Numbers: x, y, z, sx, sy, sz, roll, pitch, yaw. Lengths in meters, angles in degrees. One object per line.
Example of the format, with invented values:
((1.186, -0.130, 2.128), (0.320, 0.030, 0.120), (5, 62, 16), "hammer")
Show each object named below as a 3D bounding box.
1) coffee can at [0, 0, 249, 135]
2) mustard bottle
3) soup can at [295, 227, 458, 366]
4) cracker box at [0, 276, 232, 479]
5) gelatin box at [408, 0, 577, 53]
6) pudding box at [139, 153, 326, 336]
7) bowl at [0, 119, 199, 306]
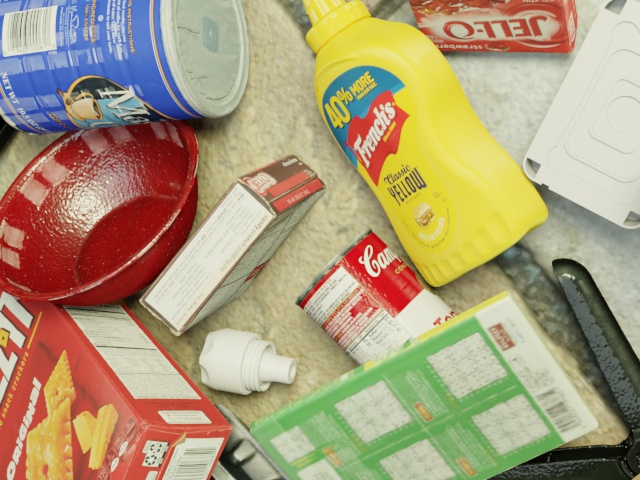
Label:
((-0.130, -0.123, 0.680), (0.140, 0.102, 0.103), (-3, 101, 23), "coffee can")
((0.049, -0.070, 0.637), (0.191, 0.058, 0.096), (57, 147, 3), "mustard bottle")
((0.043, 0.051, 0.669), (0.102, 0.068, 0.069), (45, 114, 7), "soup can")
((-0.166, 0.132, 0.711), (0.214, 0.071, 0.164), (39, 111, 44), "cracker box")
((0.097, -0.136, 0.601), (0.089, 0.073, 0.030), (6, 69, 21), "gelatin box")
((-0.054, 0.001, 0.685), (0.039, 0.090, 0.114), (42, 114, 7), "pudding box")
((-0.140, -0.013, 0.707), (0.162, 0.162, 0.055), (-10, 139, 24), "bowl")
